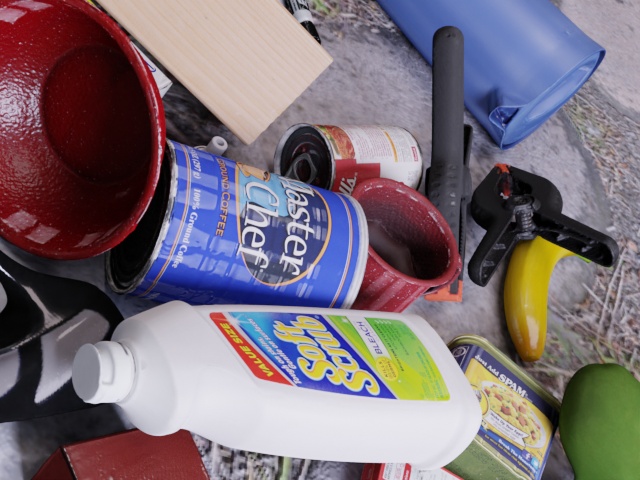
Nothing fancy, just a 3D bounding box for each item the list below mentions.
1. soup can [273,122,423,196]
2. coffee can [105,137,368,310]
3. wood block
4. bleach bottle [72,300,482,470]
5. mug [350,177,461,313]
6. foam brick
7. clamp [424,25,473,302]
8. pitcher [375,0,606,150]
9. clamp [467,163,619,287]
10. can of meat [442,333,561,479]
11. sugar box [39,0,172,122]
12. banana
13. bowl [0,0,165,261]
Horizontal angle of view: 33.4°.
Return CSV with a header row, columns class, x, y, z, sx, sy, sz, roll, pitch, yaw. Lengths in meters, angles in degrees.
class,x,y,z,sx,sy,sz,roll,pitch,yaw
soup can,0.023,-0.058,0.836,0.102,0.069,0.068,-5,59,-42
coffee can,-0.055,0.001,0.693,0.140,0.103,0.103,16,47,-28
wood block,-0.099,-0.176,0.767,0.206,0.091,0.090,44,4,-19
bleach bottle,-0.022,0.084,0.611,0.250,0.068,0.103,8,42,-43
mug,0.049,0.017,0.779,0.117,0.082,0.093,11,50,-32
foam brick,-0.106,0.134,0.573,0.078,0.053,0.051,-6,59,-43
clamp,0.103,-0.054,0.859,0.036,0.164,0.210,1,59,13
pitcher,0.154,-0.219,1.041,0.243,0.145,0.149,49,4,12
clamp,0.182,-0.017,0.907,0.120,0.039,0.171,0,34,5
can of meat,0.116,0.131,0.754,0.102,0.058,0.083,40,42,-4
sugar box,-0.188,-0.130,0.708,0.176,0.093,0.048,44,40,0
banana,0.193,0.029,0.921,0.069,0.037,0.197,43,40,3
bowl,-0.150,-0.072,0.644,0.162,0.162,0.055,48,28,7
